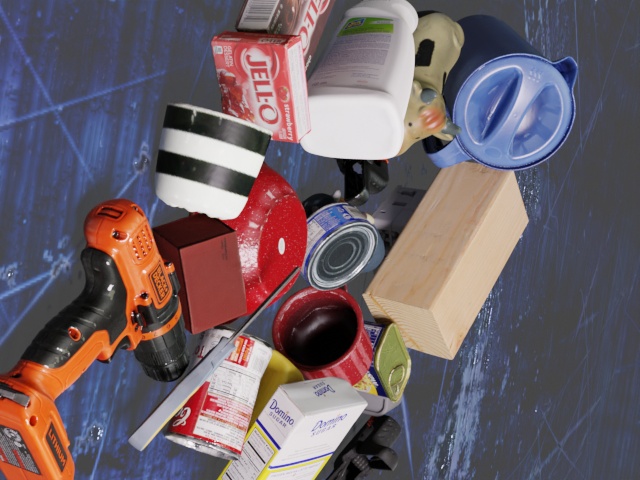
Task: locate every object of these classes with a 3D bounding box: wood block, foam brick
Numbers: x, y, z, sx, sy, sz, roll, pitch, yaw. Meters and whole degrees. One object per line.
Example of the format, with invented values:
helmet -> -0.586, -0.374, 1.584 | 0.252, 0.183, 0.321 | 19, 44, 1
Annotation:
wood block -> 0.143, 0.017, 1.189 | 0.206, 0.090, 0.090 | -56, 141, -27
foam brick -> -0.097, 0.025, 0.863 | 0.052, 0.051, 0.078 | -19, 118, -28

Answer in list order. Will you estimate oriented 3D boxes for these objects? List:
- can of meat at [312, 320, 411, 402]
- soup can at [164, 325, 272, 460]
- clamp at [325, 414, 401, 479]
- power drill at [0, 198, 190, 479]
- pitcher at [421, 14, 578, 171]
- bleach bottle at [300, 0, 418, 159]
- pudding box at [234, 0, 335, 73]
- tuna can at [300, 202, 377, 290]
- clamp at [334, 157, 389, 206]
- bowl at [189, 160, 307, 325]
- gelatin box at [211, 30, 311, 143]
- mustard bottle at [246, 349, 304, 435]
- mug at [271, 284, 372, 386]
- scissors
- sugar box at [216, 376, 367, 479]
can of meat -> 0.044, 0.127, 1.170 | 0.057, 0.084, 0.102 | -65, 150, -29
soup can -> -0.087, 0.131, 0.925 | 0.068, 0.069, 0.102 | 47, 56, -58
clamp -> 0.050, 0.244, 1.199 | 0.165, 0.036, 0.209 | -42, 180, 30
power drill -> -0.164, 0.089, 0.771 | 0.184, 0.057, 0.187 | 77, 32, -43
pitcher -> 0.194, -0.178, 1.247 | 0.243, 0.149, 0.145 | -96, -170, -65
bleach bottle -> 0.053, -0.175, 1.036 | 0.250, 0.103, 0.068 | -68, 155, -48
pudding box -> -0.029, -0.205, 0.958 | 0.113, 0.039, 0.090 | -68, 153, -22
tuna can -> 0.013, 0.007, 1.041 | 0.086, 0.034, 0.086 | -25, 140, -23
clamp -> 0.028, -0.094, 1.092 | 0.120, 0.039, 0.171 | 66, 14, 0
bowl -> -0.056, 0.001, 0.957 | 0.161, 0.055, 0.162 | -30, 125, -57
gelatin box -> -0.050, -0.131, 0.903 | 0.030, 0.073, 0.089 | -47, 139, -49
mustard bottle -> -0.037, 0.180, 1.044 | 0.096, 0.058, 0.191 | -49, 148, -8
mug -> 0.008, 0.093, 1.087 | 0.081, 0.093, 0.117 | 61, 34, -58
scissors -> -0.092, 0.102, 0.881 | 0.201, 0.016, 0.096 | -47, 179, -35
sugar box -> -0.039, 0.201, 0.967 | 0.093, 0.048, 0.176 | 1, 126, -52
